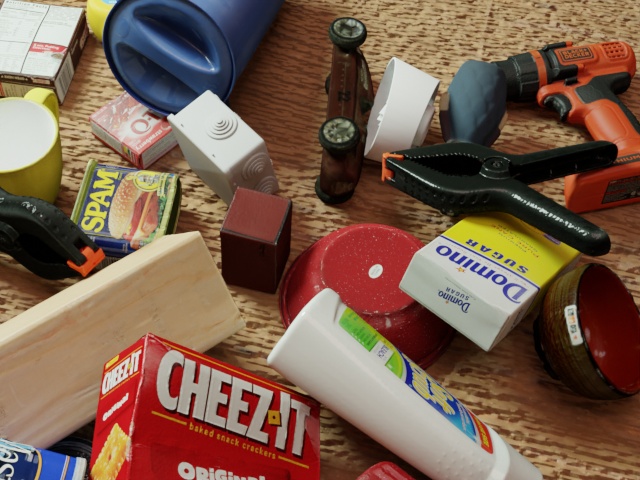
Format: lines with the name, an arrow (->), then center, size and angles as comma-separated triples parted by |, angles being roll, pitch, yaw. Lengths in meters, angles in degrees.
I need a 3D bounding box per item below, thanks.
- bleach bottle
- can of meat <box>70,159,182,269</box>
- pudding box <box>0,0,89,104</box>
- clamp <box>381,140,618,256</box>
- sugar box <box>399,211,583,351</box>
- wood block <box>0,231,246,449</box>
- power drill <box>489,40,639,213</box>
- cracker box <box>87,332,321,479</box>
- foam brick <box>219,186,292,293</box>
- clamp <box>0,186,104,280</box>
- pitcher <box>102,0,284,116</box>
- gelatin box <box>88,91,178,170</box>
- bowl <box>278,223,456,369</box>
bleach bottle -> 0.080, 0.140, 0.826 | 0.251, 0.102, 0.068 | 37, 102, 5
can of meat -> -0.174, -0.018, 0.960 | 0.084, 0.057, 0.102 | 8, 54, 0
pudding box -> -0.297, -0.196, 1.098 | 0.090, 0.039, 0.113 | 7, 51, 4
clamp -> 0.156, -0.045, 0.921 | 0.210, 0.036, 0.164 | 4, 34, 7
sugar box -> 0.151, 0.019, 0.907 | 0.093, 0.048, 0.175 | 36, 34, 17
wood block -> -0.177, 0.081, 0.842 | 0.205, 0.091, 0.090 | -30, 100, -25
power drill -> 0.245, -0.117, 1.046 | 0.184, 0.057, 0.188 | -11, 56, -6
cracker box -> -0.080, 0.192, 0.749 | 0.164, 0.072, 0.213 | 26, 47, -30
foam brick -> -0.056, 0.001, 0.936 | 0.053, 0.078, 0.051 | 14, 54, 6
clamp -> -0.263, -0.020, 0.901 | 0.172, 0.120, 0.039 | 14, 50, 22
pitcher -> -0.111, -0.246, 1.058 | 0.145, 0.149, 0.242 | 19, 42, 6
gelatin box -> -0.170, -0.119, 1.050 | 0.073, 0.030, 0.089 | 36, 60, 22
bowl -> 0.044, 0.040, 0.925 | 0.162, 0.055, 0.162 | 1, 54, -1
